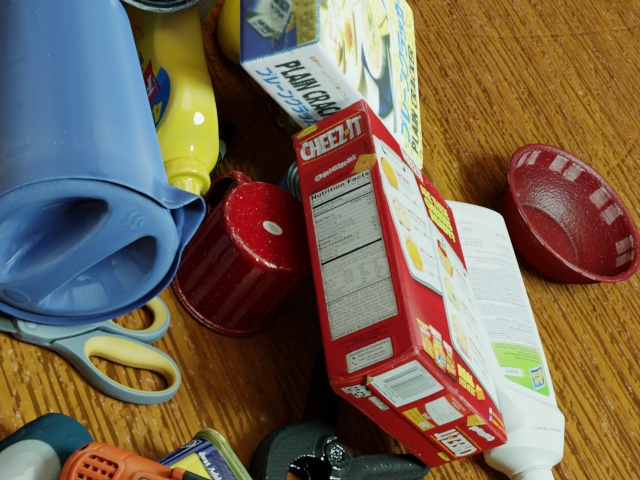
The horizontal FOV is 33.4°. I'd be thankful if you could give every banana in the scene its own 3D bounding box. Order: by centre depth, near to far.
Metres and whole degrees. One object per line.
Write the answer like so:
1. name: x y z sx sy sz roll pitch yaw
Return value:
1. banana: -0.055 -0.217 1.006 0.069 0.037 0.197 45 40 -22

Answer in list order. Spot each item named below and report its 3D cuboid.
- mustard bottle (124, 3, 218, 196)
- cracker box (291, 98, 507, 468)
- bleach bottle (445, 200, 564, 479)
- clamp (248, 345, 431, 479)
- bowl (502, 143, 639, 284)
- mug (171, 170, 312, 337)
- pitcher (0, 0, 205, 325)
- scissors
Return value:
1. mustard bottle: -0.115 -0.100 0.816 0.058 0.096 0.191 8 52 -32
2. cracker box: 0.054 0.033 0.763 0.164 0.072 0.214 45 28 -48
3. bleach bottle: 0.135 0.090 0.869 0.102 0.068 0.251 8 54 -31
4. clamp: -0.001 0.143 0.741 0.171 0.039 0.120 -22 70 -49
5. bowl: 0.230 -0.015 1.029 0.162 0.055 0.162 20 46 -22
6. mug: -0.055 0.001 0.787 0.093 0.082 0.117 3 55 -35
7. pitcher: -0.183 -0.071 0.719 0.149 0.145 0.243 20 37 -34
8. scissors: -0.181 0.045 0.708 0.201 0.016 0.096 28 42 -15
